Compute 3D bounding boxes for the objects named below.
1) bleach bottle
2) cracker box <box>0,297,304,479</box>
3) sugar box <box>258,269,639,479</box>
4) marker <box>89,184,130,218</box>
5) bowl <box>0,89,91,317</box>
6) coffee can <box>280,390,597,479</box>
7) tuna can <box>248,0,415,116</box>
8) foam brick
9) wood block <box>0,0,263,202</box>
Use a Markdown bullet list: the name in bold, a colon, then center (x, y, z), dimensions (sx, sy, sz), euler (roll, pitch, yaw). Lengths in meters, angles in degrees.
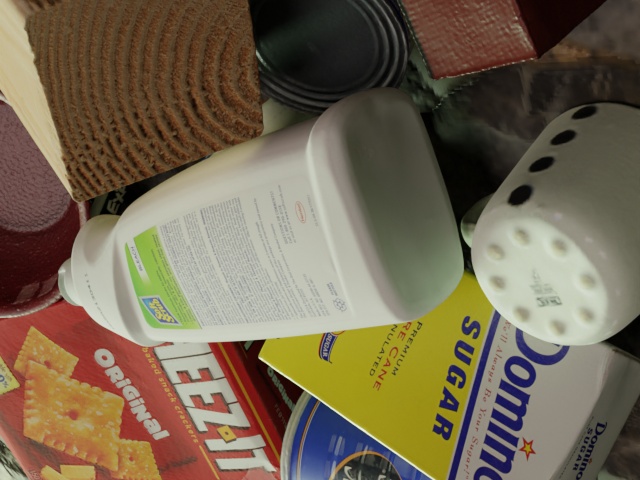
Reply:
- **bleach bottle**: center (-0.053, 0.001, 0.534), dimensions (0.251, 0.067, 0.102), euler (-10, 104, 43)
- **cracker box**: center (-0.124, 0.094, 0.710), dimensions (0.214, 0.072, 0.164), euler (-14, 114, 27)
- **sugar box**: center (0.056, 0.058, 0.511), dimensions (0.176, 0.093, 0.048), euler (28, -177, 43)
- **marker**: center (-0.129, -0.033, 0.666), dimensions (0.020, 0.020, 0.121), euler (37, 119, 15)
- **bowl**: center (-0.204, -0.035, 0.658), dimensions (0.162, 0.055, 0.162), euler (7, 117, 14)
- **coffee can**: center (0.063, 0.127, 0.580), dimensions (0.141, 0.102, 0.103), euler (9, 128, 41)
- **tuna can**: center (0.001, -0.098, 0.479), dimensions (0.086, 0.033, 0.086), euler (13, 140, 10)
- **foam brick**: center (0.070, -0.102, 0.393), dimensions (0.053, 0.078, 0.051), euler (-4, 119, 49)
- **wood block**: center (-0.115, -0.117, 0.494), dimensions (0.206, 0.090, 0.090), euler (47, 153, 44)
